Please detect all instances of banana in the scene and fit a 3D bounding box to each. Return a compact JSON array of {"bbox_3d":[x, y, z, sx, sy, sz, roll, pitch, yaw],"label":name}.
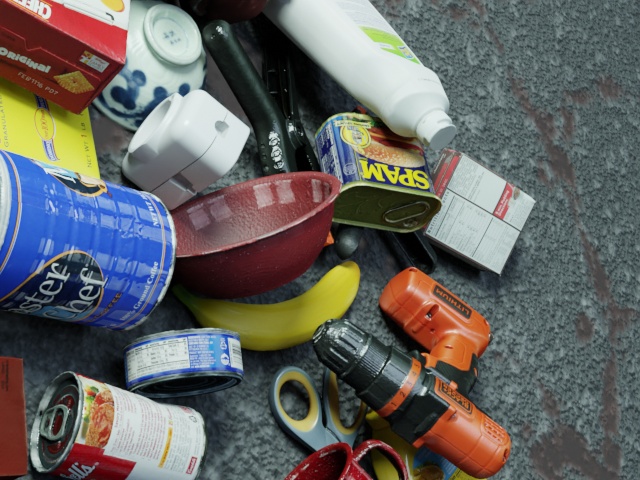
[{"bbox_3d":[-0.029,0.055,0.886,0.197,0.037,0.069,-4,73,-43],"label":"banana"}]

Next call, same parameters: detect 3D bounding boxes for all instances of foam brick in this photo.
[{"bbox_3d":[-0.221,0.115,0.674,0.052,0.051,0.078,10,65,-40],"label":"foam brick"}]

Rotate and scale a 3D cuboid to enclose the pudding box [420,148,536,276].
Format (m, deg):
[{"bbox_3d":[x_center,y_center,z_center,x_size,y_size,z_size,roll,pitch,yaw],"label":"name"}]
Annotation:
[{"bbox_3d":[0.150,-0.027,1.058,0.113,0.039,0.090,27,89,-28],"label":"pudding box"}]

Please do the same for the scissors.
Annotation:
[{"bbox_3d":[-0.001,0.186,0.862,0.096,0.016,0.202,10,74,-21],"label":"scissors"}]

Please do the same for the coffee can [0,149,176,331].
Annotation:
[{"bbox_3d":[-0.182,0.001,0.711,0.140,0.103,0.103,17,59,-47],"label":"coffee can"}]

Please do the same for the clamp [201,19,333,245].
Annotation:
[{"bbox_3d":[-0.032,-0.095,0.937,0.210,0.036,0.164,69,20,-8],"label":"clamp"}]

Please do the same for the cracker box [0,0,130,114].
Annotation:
[{"bbox_3d":[-0.223,-0.213,0.778,0.164,0.072,0.213,26,40,-30],"label":"cracker box"}]

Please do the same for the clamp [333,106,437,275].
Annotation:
[{"bbox_3d":[0.055,-0.044,1.000,0.120,0.039,0.171,24,51,-40],"label":"clamp"}]

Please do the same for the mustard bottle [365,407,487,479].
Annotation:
[{"bbox_3d":[0.095,0.202,0.914,0.191,0.058,0.096,57,43,-6],"label":"mustard bottle"}]

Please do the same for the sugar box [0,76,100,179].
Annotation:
[{"bbox_3d":[-0.246,-0.076,0.745,0.175,0.048,0.093,1,69,-43],"label":"sugar box"}]

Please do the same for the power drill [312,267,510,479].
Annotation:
[{"bbox_3d":[0.079,0.096,0.899,0.184,0.057,0.187,39,26,-9],"label":"power drill"}]

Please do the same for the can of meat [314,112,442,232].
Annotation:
[{"bbox_3d":[0.048,-0.060,0.938,0.101,0.058,0.084,8,54,-27],"label":"can of meat"}]

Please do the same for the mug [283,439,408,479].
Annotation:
[{"bbox_3d":[0.022,0.206,0.812,0.081,0.093,0.117,48,67,-12],"label":"mug"}]

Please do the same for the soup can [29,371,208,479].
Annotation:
[{"bbox_3d":[-0.137,0.135,0.729,0.102,0.069,0.068,23,57,-34],"label":"soup can"}]

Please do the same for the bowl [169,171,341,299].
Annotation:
[{"bbox_3d":[-0.055,0.001,0.818,0.161,0.162,0.055,-36,117,-45],"label":"bowl"}]

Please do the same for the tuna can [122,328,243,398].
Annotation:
[{"bbox_3d":[-0.099,0.090,0.771,0.085,0.086,0.034,7,68,-40],"label":"tuna can"}]

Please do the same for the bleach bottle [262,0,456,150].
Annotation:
[{"bbox_3d":[0.030,-0.172,0.950,0.102,0.068,0.251,-3,46,-45],"label":"bleach bottle"}]
